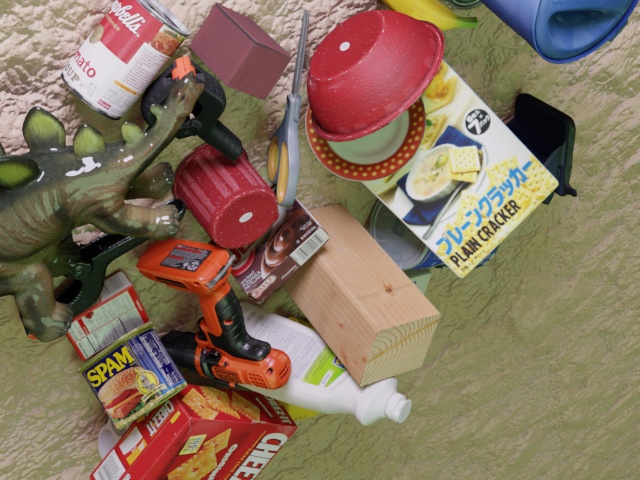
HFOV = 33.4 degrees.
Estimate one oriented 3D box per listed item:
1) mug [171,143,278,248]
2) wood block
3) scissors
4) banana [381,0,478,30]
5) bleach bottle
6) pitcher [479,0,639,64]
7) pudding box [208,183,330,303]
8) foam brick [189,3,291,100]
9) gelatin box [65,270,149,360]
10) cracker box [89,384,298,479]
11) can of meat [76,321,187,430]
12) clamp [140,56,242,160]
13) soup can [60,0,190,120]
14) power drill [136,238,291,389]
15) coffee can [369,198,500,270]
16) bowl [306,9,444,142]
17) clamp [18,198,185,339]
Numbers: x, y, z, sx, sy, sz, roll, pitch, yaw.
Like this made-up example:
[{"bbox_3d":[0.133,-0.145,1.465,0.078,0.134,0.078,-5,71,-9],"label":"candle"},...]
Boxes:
[{"bbox_3d":[-0.091,-0.042,1.133,0.093,0.082,0.117,-47,143,9],"label":"mug"},{"bbox_3d":[0.035,0.058,1.243,0.090,0.206,0.090,-13,135,-32],"label":"wood block"},{"bbox_3d":[-0.035,-0.138,1.125,0.016,0.096,0.202,2,98,-19],"label":"scissors"},{"bbox_3d":[0.085,-0.265,1.081,0.070,0.037,0.197,-23,146,27],"label":"banana"},{"bbox_3d":[-0.012,0.159,1.260,0.102,0.251,0.068,-56,149,-22],"label":"bleach bottle"},{"bbox_3d":[0.180,-0.276,0.992,0.144,0.243,0.149,-23,140,-22],"label":"pitcher"},{"bbox_3d":[-0.058,0.002,1.201,0.113,0.090,0.039,-41,145,0],"label":"pudding box"},{"bbox_3d":[-0.076,-0.178,1.009,0.052,0.078,0.051,15,116,-48],"label":"foam brick"},{"bbox_3d":[-0.241,0.083,1.176,0.089,0.030,0.073,-31,144,-13],"label":"gelatin box"},{"bbox_3d":[-0.151,0.261,1.317,0.164,0.072,0.213,-51,145,15],"label":"cracker box"},{"bbox_3d":[-0.211,0.154,1.201,0.102,0.084,0.057,-35,175,25],"label":"can of meat"},{"bbox_3d":[-0.139,-0.111,1.011,0.120,0.039,0.171,-18,155,-6],"label":"clamp"},{"bbox_3d":[-0.173,-0.166,0.944,0.102,0.069,0.068,-48,143,12],"label":"soup can"},{"bbox_3d":[-0.134,0.084,1.192,0.057,0.185,0.187,-56,138,-36],"label":"power drill"},{"bbox_3d":[0.147,-0.014,1.353,0.140,0.103,0.103,0,128,-42],"label":"coffee can"},{"bbox_3d":[0.041,-0.176,1.061,0.162,0.162,0.055,-43,124,4],"label":"bowl"},{"bbox_3d":[-0.256,0.013,1.083,0.164,0.036,0.210,26,112,-43],"label":"clamp"}]
